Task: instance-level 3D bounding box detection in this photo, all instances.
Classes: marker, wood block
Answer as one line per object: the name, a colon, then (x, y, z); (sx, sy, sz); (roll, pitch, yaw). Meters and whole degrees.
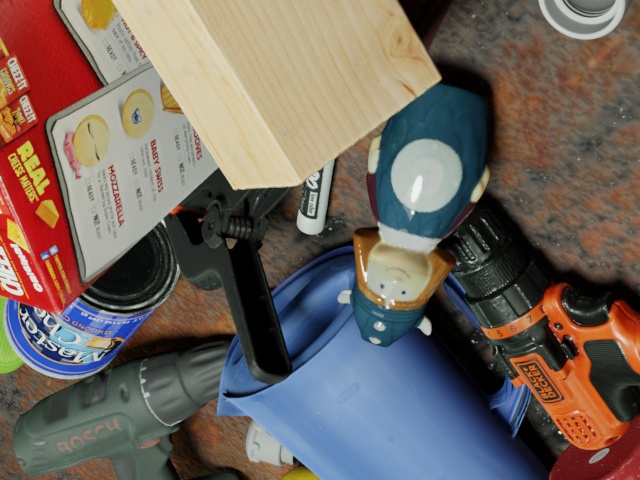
marker: (0.000, -0.051, 0.678); (0.020, 0.020, 0.121); (27, 139, 15)
wood block: (-0.047, -0.134, 0.485); (0.206, 0.090, 0.090); (57, 160, -14)

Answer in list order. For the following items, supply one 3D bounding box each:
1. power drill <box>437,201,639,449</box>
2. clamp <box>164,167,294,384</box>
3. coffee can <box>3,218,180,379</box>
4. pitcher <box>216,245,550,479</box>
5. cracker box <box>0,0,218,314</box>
power drill: (0.171, 0.034, 0.599); (0.188, 0.057, 0.184); (-19, 114, 49)
clamp: (-0.054, 0.001, 0.687); (0.036, 0.164, 0.210); (14, 174, -29)
coffee can: (-0.183, 0.038, 0.842); (0.103, 0.102, 0.141); (42, 141, -4)
pitcher: (0.064, 0.123, 0.716); (0.242, 0.144, 0.149); (47, 149, -19)
cracker box: (-0.119, -0.092, 0.579); (0.072, 0.213, 0.164); (13, 134, 31)
